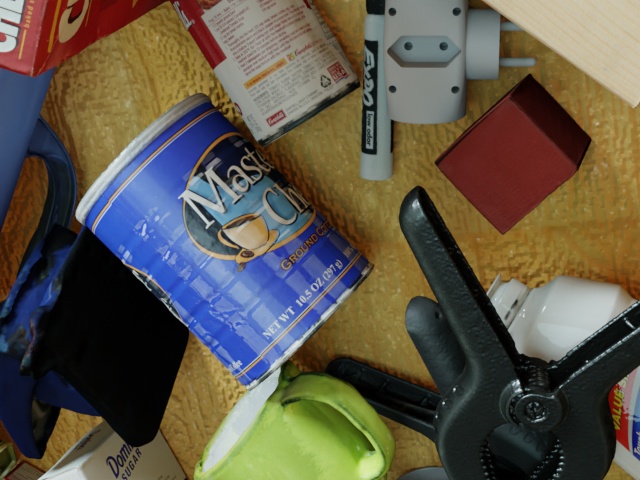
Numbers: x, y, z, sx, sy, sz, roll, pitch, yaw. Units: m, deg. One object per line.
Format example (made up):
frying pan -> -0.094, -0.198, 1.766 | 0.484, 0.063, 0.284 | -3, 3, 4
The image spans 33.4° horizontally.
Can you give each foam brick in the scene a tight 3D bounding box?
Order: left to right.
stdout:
foam brick -> 0.102, -0.047, 0.554 | 0.051, 0.078, 0.053 | 48, 116, 0

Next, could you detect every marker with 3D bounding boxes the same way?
marker -> 0.033, -0.094, 0.594 | 0.020, 0.020, 0.121 | 7, 110, 17

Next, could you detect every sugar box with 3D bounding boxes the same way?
sugar box -> -0.110, 0.207, 0.708 | 0.048, 0.093, 0.176 | -27, 97, 25

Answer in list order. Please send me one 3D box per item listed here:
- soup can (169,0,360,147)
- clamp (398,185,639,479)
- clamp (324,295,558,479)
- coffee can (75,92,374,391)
soup can -> -0.031, -0.111, 0.585 | 0.069, 0.068, 0.102 | -29, 97, 25
clamp -> 0.120, 0.074, 0.546 | 0.164, 0.036, 0.210 | 4, 116, 10
clamp -> 0.089, 0.101, 0.614 | 0.171, 0.039, 0.120 | 33, 150, 3
coffee can -> -0.054, 0.001, 0.612 | 0.140, 0.102, 0.103 | 45, 116, 0
